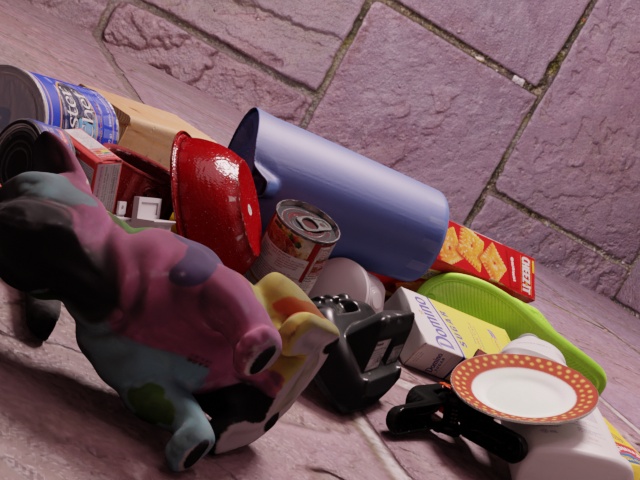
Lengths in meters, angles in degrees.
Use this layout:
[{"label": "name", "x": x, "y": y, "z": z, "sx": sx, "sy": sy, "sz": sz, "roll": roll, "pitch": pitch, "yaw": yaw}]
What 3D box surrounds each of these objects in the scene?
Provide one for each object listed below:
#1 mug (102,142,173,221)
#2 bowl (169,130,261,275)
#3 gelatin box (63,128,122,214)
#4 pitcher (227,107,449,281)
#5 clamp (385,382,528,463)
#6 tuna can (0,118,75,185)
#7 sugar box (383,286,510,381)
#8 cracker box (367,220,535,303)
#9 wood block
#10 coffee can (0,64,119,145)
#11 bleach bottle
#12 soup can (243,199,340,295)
[{"label": "mug", "x": -0.176, "y": -0.031, "z": 1.001, "sx": 0.093, "sy": 0.081, "sz": 0.117, "roll": 23, "pitch": 10, "yaw": -33}, {"label": "bowl", "x": -0.091, "y": -0.026, "z": 0.991, "sx": 0.055, "sy": 0.162, "sz": 0.162, "roll": -9, "pitch": 5, "yaw": 7}, {"label": "gelatin box", "x": -0.211, "y": -0.045, "z": 0.947, "sx": 0.030, "sy": 0.089, "sz": 0.073, "roll": -9, "pitch": 33, "yaw": -41}, {"label": "pitcher", "x": 0.009, "y": -0.044, "z": 1.156, "sx": 0.242, "sy": 0.145, "sz": 0.149, "roll": 20, "pitch": 53, "yaw": -18}, {"label": "clamp", "x": 0.126, "y": 0.160, "z": 0.958, "sx": 0.120, "sy": 0.039, "sz": 0.171, "roll": 20, "pitch": 8, "yaw": 9}, {"label": "tuna can", "x": -0.252, "y": -0.062, "z": 0.925, "sx": 0.086, "sy": 0.086, "sz": 0.033, "roll": 36, "pitch": 13, "yaw": 39}, {"label": "sugar box", "x": 0.158, "y": 0.122, "z": 1.236, "sx": 0.176, "sy": 0.048, "sz": 0.093, "roll": 25, "pitch": 29, "yaw": -35}, {"label": "cracker box", "x": 0.157, "y": 0.044, "z": 1.421, "sx": 0.213, "sy": 0.072, "sz": 0.164, "roll": 23, "pitch": -30, "yaw": -37}, {"label": "wood block", "x": -0.227, "y": -0.118, "z": 1.326, "sx": 0.091, "sy": 0.090, "sz": 0.205, "roll": 34, "pitch": 9, "yaw": 23}, {"label": "coffee can", "x": -0.284, "y": -0.116, "z": 1.083, "sx": 0.103, "sy": 0.103, "sz": 0.140, "roll": 32, "pitch": 9, "yaw": 17}, {"label": "bleach bottle", "x": 0.221, "y": 0.160, "z": 1.017, "sx": 0.102, "sy": 0.068, "sz": 0.250, "roll": 14, "pitch": 22, "yaw": -2}, {"label": "soup can", "x": -0.033, "y": 0.020, "z": 1.049, "sx": 0.068, "sy": 0.102, "sz": 0.068, "roll": 22, "pitch": 28, "yaw": -12}]
